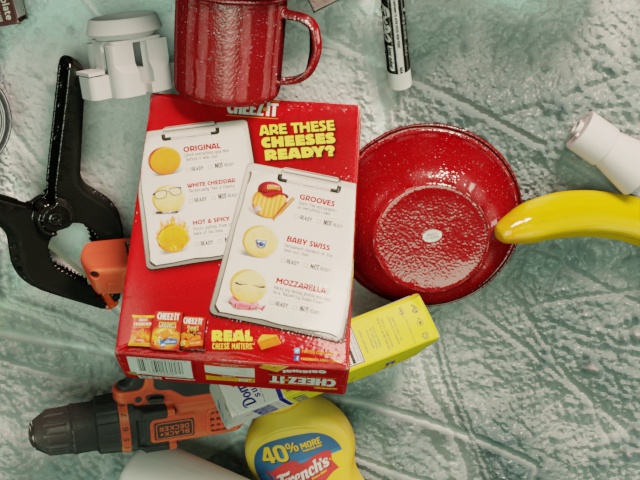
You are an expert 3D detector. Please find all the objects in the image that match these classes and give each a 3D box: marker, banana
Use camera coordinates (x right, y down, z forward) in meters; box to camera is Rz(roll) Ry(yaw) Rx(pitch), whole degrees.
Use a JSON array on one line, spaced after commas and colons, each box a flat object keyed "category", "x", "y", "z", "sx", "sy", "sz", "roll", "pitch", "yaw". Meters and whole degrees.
[{"category": "marker", "x": 0.055, "y": -0.168, "z": 0.802, "sx": 0.020, "sy": 0.020, "sz": 0.121, "roll": -7, "pitch": 130, "yaw": 4}, {"category": "banana", "x": 0.234, "y": -0.008, "z": 0.854, "sx": 0.197, "sy": 0.069, "sz": 0.037, "roll": 14, "pitch": 142, "yaw": -8}]

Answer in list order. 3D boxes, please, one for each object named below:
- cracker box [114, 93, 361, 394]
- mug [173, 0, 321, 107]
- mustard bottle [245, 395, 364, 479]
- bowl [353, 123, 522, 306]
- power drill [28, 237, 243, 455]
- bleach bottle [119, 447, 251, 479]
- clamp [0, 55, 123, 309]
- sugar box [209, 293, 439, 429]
[{"category": "cracker box", "x": -0.055, "y": 0.001, "z": 0.797, "sx": 0.164, "sy": 0.213, "sz": 0.072, "roll": 4, "pitch": 154, "yaw": 0}, {"category": "mug", "x": -0.056, "y": -0.148, "z": 0.794, "sx": 0.117, "sy": 0.093, "sz": 0.081, "roll": 9, "pitch": 115, "yaw": 8}, {"category": "mustard bottle", "x": -0.013, "y": 0.193, "z": 0.939, "sx": 0.096, "sy": 0.058, "sz": 0.191, "roll": -15, "pitch": 109, "yaw": 12}, {"category": "bowl", "x": 0.087, "y": -0.010, "z": 0.862, "sx": 0.162, "sy": 0.055, "sz": 0.162, "roll": 0, "pitch": 110, "yaw": 1}, {"category": "power drill", "x": -0.153, "y": 0.091, "z": 0.882, "sx": 0.184, "sy": 0.057, "sz": 0.188, "roll": -7, "pitch": 118, "yaw": -16}, {"category": "bleach bottle", "x": -0.052, "y": 0.258, "z": 0.915, "sx": 0.251, "sy": 0.068, "sz": 0.103, "roll": 20, "pitch": 126, "yaw": 13}, {"category": "clamp", "x": -0.227, "y": -0.021, "z": 0.846, "sx": 0.164, "sy": 0.036, "sz": 0.210, "roll": -30, "pitch": 124, "yaw": -17}, {"category": "sugar box", "x": 0.000, "y": 0.099, "z": 0.855, "sx": 0.176, "sy": 0.093, "sz": 0.048, "roll": -22, "pitch": 78, "yaw": -12}]
